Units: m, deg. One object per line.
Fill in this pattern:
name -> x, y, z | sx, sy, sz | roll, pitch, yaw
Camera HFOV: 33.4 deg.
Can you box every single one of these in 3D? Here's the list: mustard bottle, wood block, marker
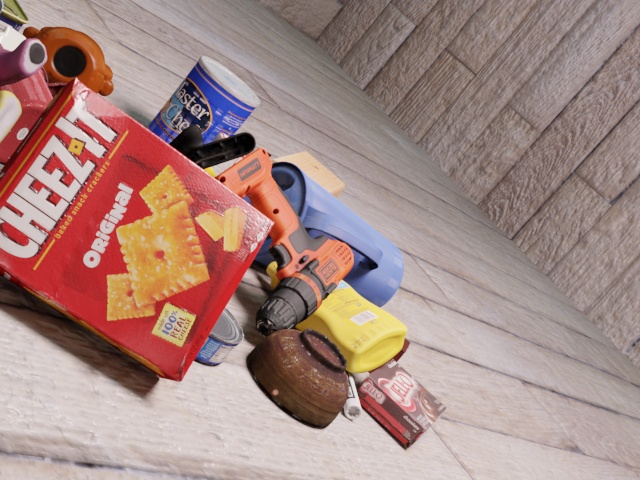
mustard bottle -> 0.005, 0.080, 1.273 | 0.096, 0.058, 0.192 | -21, 45, -41
wood block -> -0.039, -0.069, 1.608 | 0.091, 0.090, 0.206 | 40, 14, 4
marker -> 0.030, 0.163, 1.208 | 0.020, 0.020, 0.121 | 36, 14, -18

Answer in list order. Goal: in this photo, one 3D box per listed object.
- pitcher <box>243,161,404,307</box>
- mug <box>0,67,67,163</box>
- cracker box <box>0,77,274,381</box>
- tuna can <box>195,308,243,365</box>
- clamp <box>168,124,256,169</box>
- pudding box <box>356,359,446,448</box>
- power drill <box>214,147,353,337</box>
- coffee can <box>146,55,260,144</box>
pitcher -> 0.010, 0.007, 1.411 | 0.242, 0.145, 0.149 | 32, 29, -42
mug -> -0.300, -0.133, 1.085 | 0.117, 0.093, 0.081 | -13, 49, -26
cracker box -> -0.167, -0.006, 0.893 | 0.213, 0.164, 0.072 | 36, -17, -19
tuna can -> -0.118, 0.081, 1.038 | 0.086, 0.034, 0.086 | 38, 14, -11
clamp -> -0.154, -0.081, 1.149 | 0.120, 0.172, 0.039 | 3, 69, -53
pudding box -> 0.093, 0.190, 1.252 | 0.090, 0.039, 0.113 | 43, 14, 11
power drill -> -0.058, 0.001, 1.194 | 0.187, 0.057, 0.184 | 55, 37, -6
coffee can -> -0.165, -0.168, 1.469 | 0.102, 0.140, 0.103 | 38, 14, -11
